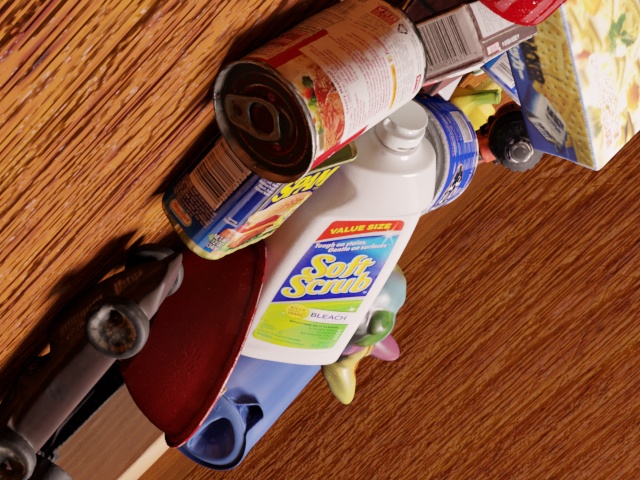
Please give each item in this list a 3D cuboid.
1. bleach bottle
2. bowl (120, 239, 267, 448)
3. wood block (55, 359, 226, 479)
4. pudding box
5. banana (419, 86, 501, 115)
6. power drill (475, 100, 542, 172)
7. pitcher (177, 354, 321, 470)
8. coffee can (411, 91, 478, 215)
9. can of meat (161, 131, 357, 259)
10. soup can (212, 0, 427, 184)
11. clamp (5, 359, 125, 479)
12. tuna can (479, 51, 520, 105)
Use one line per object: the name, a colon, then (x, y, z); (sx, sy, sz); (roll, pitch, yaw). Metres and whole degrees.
bleach bottle: (0.008, -0.005, 0.751); (0.251, 0.102, 0.068); (116, -21, -48)
bowl: (-0.098, 0.062, 0.756); (0.162, 0.055, 0.162); (-57, -162, 28)
wood block: (-0.188, 0.168, 0.894); (0.206, 0.091, 0.090); (-46, 172, 20)
pudding box: (0.066, -0.119, 0.663); (0.114, 0.039, 0.089); (-13, -167, 35)
banana: (0.118, -0.123, 0.985); (0.198, 0.069, 0.037); (-80, 176, -82)
power drill: (0.120, -0.070, 0.990); (0.188, 0.057, 0.184); (-20, -172, 14)
pitcher: (-0.085, 0.148, 1.262); (0.242, 0.149, 0.145); (-40, 158, -47)
coffee can: (0.064, -0.068, 0.847); (0.103, 0.103, 0.140); (-45, 173, 18)
can of meat: (-0.038, -0.040, 0.644); (0.084, 0.057, 0.101); (-44, 171, 27)
soup can: (0.002, -0.083, 0.567); (0.102, 0.068, 0.069); (-38, 171, -38)
clamp: (-0.217, 0.164, 0.795); (0.172, 0.039, 0.120); (-39, -168, 26)
tuna can: (0.159, -0.155, 0.929); (0.034, 0.086, 0.086); (-47, 172, 14)
